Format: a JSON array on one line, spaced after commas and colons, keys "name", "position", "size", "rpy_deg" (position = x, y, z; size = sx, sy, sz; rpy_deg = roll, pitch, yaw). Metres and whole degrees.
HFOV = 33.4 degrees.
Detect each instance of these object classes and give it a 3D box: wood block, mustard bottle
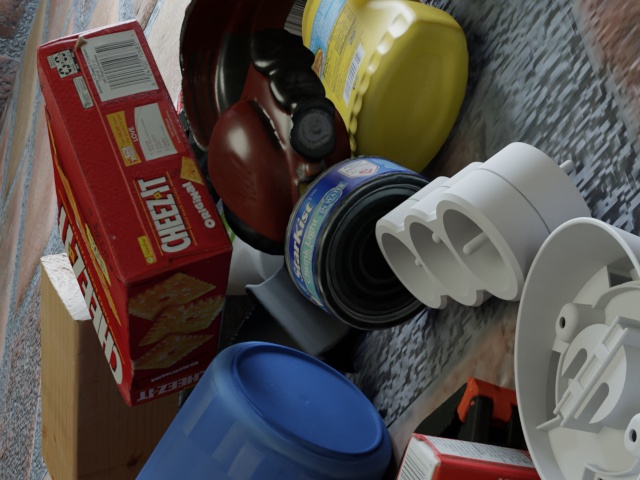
[{"name": "wood block", "position": [-0.170, 0.114, 0.861], "size": [0.090, 0.090, 0.206], "rpy_deg": [47, 138, 45]}, {"name": "mustard bottle", "position": [0.028, -0.119, 0.649], "size": [0.192, 0.058, 0.096], "rpy_deg": [-115, 36, -56]}]

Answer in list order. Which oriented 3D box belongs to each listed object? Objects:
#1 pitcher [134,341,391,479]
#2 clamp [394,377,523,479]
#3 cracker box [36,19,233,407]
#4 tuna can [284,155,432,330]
[{"name": "pitcher", "position": [-0.062, 0.184, 0.587], "size": [0.149, 0.144, 0.243], "rpy_deg": [44, 114, 34]}, {"name": "clamp", "position": [0.048, 0.146, 0.479], "size": [0.172, 0.039, 0.120], "rpy_deg": [-67, 26, 23]}, {"name": "cracker box", "position": [-0.121, -0.006, 0.680], "size": [0.214, 0.072, 0.164], "rpy_deg": [109, 139, -62]}, {"name": "tuna can", "position": [0.027, 0.002, 0.545], "size": [0.034, 0.086, 0.086], "rpy_deg": [33, 109, 56]}]
